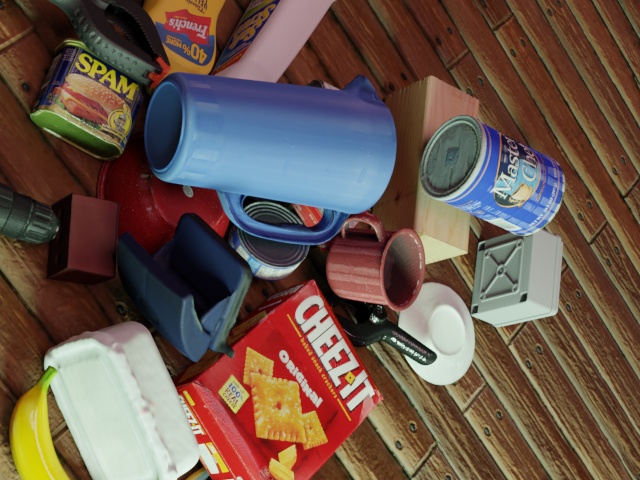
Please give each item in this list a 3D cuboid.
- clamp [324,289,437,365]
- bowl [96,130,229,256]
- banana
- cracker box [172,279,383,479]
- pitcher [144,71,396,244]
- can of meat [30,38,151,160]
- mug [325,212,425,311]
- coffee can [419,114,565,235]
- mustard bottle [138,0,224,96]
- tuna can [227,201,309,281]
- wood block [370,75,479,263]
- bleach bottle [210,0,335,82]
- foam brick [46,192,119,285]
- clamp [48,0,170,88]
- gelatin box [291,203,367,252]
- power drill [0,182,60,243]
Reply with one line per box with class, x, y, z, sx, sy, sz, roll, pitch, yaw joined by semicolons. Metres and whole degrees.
clamp;0.064;0.079;1.267;0.171;0.039;0.120;15;54;-30
bowl;-0.150;-0.046;1.124;0.161;0.055;0.162;11;72;-35
banana;-0.238;0.218;0.987;0.069;0.037;0.198;-24;95;-8
cracker box;-0.045;0.164;1.128;0.213;0.072;0.164;-39;103;-44
pitcher;-0.054;-0.093;1.101;0.242;0.145;0.149;4;61;-33
can of meat;-0.234;-0.141;1.083;0.102;0.058;0.084;29;65;-28
mug;0.056;0.019;1.192;0.093;0.082;0.117;-50;132;-38
coffee can;0.202;-0.075;1.254;0.140;0.103;0.103;21;66;-33
mustard bottle;-0.157;-0.227;1.163;0.096;0.058;0.191;25;64;-40
tuna can;-0.058;0.001;1.171;0.086;0.034;0.086;15;51;-20
wood block;0.129;-0.085;1.327;0.090;0.091;0.206;21;67;-33
bleach bottle;-0.067;-0.211;1.200;0.068;0.103;0.250;46;56;-30
foam brick;-0.233;0.000;1.049;0.051;0.053;0.078;11;71;-35
clamp;-0.235;-0.238;1.069;0.210;0.036;0.164;52;36;5
gelatin box;0.010;-0.038;1.250;0.073;0.030;0.089;57;38;-11
power drill;-0.337;0.023;0.961;0.184;0.057;0.187;20;64;-28
